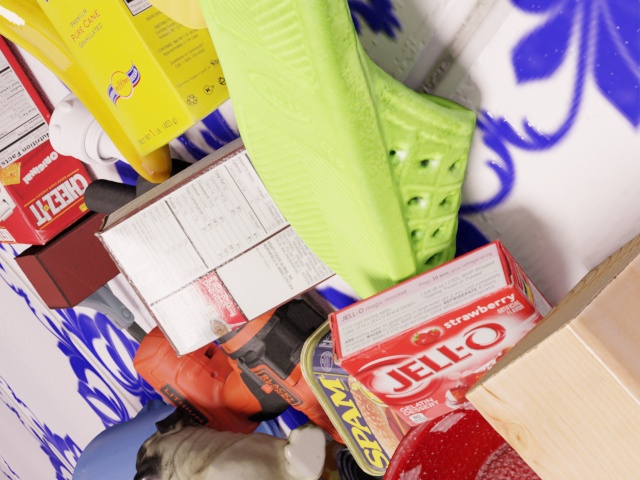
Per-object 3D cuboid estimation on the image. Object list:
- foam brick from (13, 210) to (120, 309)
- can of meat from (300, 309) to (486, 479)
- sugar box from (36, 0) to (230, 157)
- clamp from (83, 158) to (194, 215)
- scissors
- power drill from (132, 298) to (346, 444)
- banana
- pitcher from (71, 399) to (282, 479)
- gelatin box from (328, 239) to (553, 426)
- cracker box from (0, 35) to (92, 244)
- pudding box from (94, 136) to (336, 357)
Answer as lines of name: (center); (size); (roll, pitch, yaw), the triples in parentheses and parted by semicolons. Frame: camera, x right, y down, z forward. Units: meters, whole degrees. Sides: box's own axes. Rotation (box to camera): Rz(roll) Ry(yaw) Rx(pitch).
foam brick: (-0.188, 0.012, 0.836); (0.053, 0.078, 0.051); (-8, 117, 56)
can of meat: (0.050, 0.089, 0.602); (0.084, 0.057, 0.102); (-4, 121, 54)
sugar box: (-0.120, -0.137, 0.591); (0.176, 0.048, 0.093); (55, 152, -10)
clamp: (-0.092, -0.004, 0.720); (0.120, 0.039, 0.172); (45, 156, -18)
scissors: (-0.180, 0.065, 0.897); (0.016, 0.096, 0.202); (-34, 93, 22)
power drill: (-0.063, 0.073, 0.716); (0.184, 0.057, 0.188); (44, 153, -10)
banana: (-0.163, -0.112, 0.661); (0.197, 0.069, 0.037); (37, 137, -6)
pitcher: (-0.124, 0.213, 0.919); (0.149, 0.144, 0.243); (56, 149, 1)
gelatin box: (0.059, 0.045, 0.485); (0.073, 0.089, 0.030); (45, -153, -44)
cracker box: (-0.278, -0.102, 0.839); (0.164, 0.072, 0.213); (1, 126, 56)
pudding box: (-0.054, 0.001, 0.596); (0.090, 0.113, 0.039); (59, -173, -13)
